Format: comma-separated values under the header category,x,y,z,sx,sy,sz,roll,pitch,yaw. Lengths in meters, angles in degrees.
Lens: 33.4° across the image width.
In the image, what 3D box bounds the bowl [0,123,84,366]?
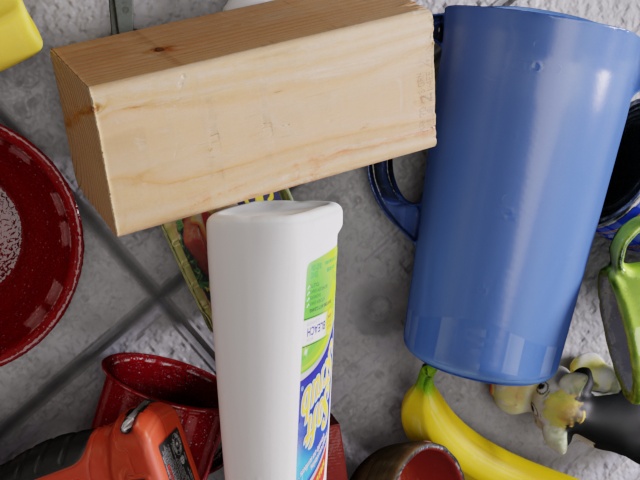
category,x,y,z,sx,sy,sz,roll,pitch,yaw
bowl,-0.229,0.000,0.658,0.162,0.055,0.162,-2,99,-15

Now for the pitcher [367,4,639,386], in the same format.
category,x,y,z,sx,sy,sz,roll,pitch,yaw
pitcher,0.118,-0.034,0.719,0.144,0.149,0.243,5,101,-31

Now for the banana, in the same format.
category,x,y,z,sx,sy,sz,roll,pitch,yaw
banana,0.124,0.158,0.775,0.197,0.070,0.037,36,55,-20

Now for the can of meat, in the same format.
category,x,y,z,sx,sy,sz,roll,pitch,yaw
can of meat,-0.055,0.001,0.706,0.084,0.057,0.102,-25,104,-8

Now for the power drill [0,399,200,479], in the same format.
category,x,y,z,sx,sy,sz,roll,pitch,yaw
power drill,-0.160,0.181,0.637,0.188,0.057,0.184,-15,99,12

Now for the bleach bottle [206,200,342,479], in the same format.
category,x,y,z,sx,sy,sz,roll,pitch,yaw
bleach bottle,-0.025,0.105,0.641,0.068,0.102,0.251,1,98,16

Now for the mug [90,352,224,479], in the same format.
category,x,y,z,sx,sy,sz,roll,pitch,yaw
mug,-0.100,0.129,0.702,0.117,0.093,0.081,9,102,-45

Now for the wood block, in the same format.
category,x,y,z,sx,sy,sz,roll,pitch,yaw
wood block,-0.043,-0.084,0.637,0.205,0.091,0.090,-17,120,-21
